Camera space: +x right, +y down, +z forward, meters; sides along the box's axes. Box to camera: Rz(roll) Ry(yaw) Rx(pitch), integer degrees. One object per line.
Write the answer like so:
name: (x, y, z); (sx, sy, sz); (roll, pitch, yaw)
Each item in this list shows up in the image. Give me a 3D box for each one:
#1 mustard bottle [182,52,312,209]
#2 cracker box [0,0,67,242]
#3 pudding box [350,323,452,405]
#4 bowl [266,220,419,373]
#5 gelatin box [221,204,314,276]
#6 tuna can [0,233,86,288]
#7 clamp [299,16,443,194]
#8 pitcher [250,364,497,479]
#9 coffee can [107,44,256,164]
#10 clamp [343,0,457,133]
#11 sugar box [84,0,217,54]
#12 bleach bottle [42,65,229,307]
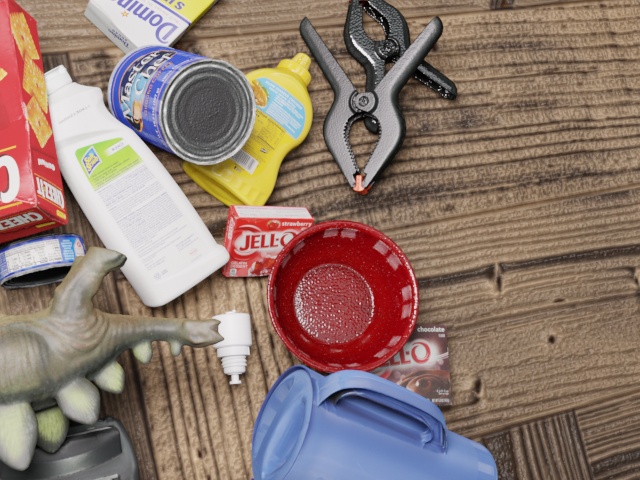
mustard bottle: (-0.063, -0.129, 1.163); (0.096, 0.058, 0.191); (36, 68, -12)
cracker box: (-0.335, -0.101, 0.986); (0.164, 0.072, 0.214); (-15, 73, 9)
pudding box: (0.085, 0.138, 1.171); (0.113, 0.039, 0.090); (2, 78, -20)
bowl: (0.019, 0.063, 1.120); (0.162, 0.055, 0.162); (2, 78, -11)
gelatin box: (-0.058, 0.001, 1.130); (0.089, 0.030, 0.073); (1, 120, -21)
tuna can: (-0.270, 0.020, 1.035); (0.086, 0.086, 0.034); (-10, 80, -23)
clamp: (0.061, -0.159, 1.200); (0.165, 0.036, 0.210); (-5, 83, 14)
pitcher: (0.062, 0.220, 1.085); (0.242, 0.149, 0.145); (23, 81, -21)
coffee can: (-0.142, -0.139, 1.073); (0.102, 0.140, 0.103); (-10, 109, -29)
clamp: (0.087, -0.218, 1.250); (0.120, 0.039, 0.171); (-15, 86, -19)
sugar box: (-0.163, -0.277, 1.164); (0.093, 0.048, 0.176); (42, 66, -8)
bleach bottle: (-0.197, -0.062, 1.066); (0.102, 0.068, 0.251); (-35, 104, -23)
